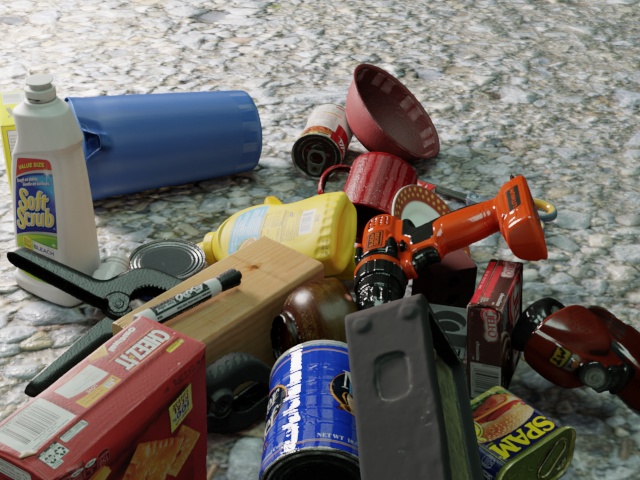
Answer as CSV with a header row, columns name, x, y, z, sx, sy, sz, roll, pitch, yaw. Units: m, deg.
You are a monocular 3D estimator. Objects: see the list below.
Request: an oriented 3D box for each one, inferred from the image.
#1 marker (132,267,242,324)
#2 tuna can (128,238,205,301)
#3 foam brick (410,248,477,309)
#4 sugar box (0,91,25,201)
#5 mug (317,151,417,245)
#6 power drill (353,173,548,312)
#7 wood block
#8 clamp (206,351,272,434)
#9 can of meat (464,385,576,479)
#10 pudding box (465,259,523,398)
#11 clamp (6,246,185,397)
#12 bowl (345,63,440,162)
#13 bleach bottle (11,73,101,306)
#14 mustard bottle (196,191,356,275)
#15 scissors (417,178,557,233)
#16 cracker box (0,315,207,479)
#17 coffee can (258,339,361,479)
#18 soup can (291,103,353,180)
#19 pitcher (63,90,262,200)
name,x,y,z,sx,sy,sz,roll,pitch,yaw
marker,-0.122,0.055,1.003,0.120,0.020,0.020,-27,41,-36
tuna can,-0.171,0.034,1.190,0.086,0.034,0.086,1,32,-1
foam brick,0.130,0.051,1.130,0.053,0.078,0.051,-9,32,-16
sugar box,-0.337,-0.074,1.225,0.048,0.176,0.093,-6,32,-15
mug,0.055,-0.053,1.249,0.117,0.093,0.081,18,61,3
power drill,0.121,0.010,1.035,0.188,0.057,0.184,-17,27,15
wood block,-0.095,0.086,1.058,0.091,0.090,0.205,24,39,34
clamp,-0.104,0.153,0.965,0.171,0.120,0.039,3,23,-41
can of meat,0.160,0.182,0.943,0.101,0.057,0.084,-23,37,-33
pudding box,0.171,0.088,1.038,0.039,0.113,0.090,10,33,21
clamp,-0.212,0.082,1.086,0.209,0.036,0.164,2,59,-18
bowl,0.086,-0.160,1.443,0.162,0.055,0.162,33,34,-27
bleach bottle,-0.288,-0.056,1.127,0.103,0.251,0.068,21,37,29
mustard bottle,-0.058,0.002,1.191,0.192,0.058,0.096,-7,51,25
scissors,0.214,-0.053,1.356,0.096,0.016,0.202,-21,38,-33
cracker box,-0.153,0.188,0.777,0.072,0.214,0.163,21,37,25
coffee can,0.002,0.168,0.917,0.103,0.103,0.140,2,32,1
soup can,0.005,-0.134,1.430,0.068,0.068,0.102,7,32,10
pitcher,-0.207,-0.129,1.377,0.242,0.145,0.149,-9,45,-21
